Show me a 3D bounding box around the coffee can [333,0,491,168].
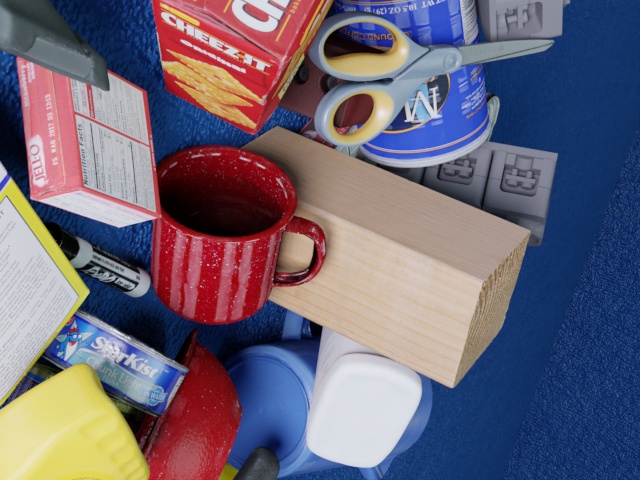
[{"bbox_3d":[0.067,-0.139,0.786,0.102,0.103,0.140,-47,135,-42],"label":"coffee can"}]

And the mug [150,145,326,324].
[{"bbox_3d":[-0.054,0.001,0.684,0.093,0.117,0.082,-84,-176,-49],"label":"mug"}]

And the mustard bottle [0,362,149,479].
[{"bbox_3d":[-0.183,0.141,0.534,0.191,0.058,0.096,-31,150,-16],"label":"mustard bottle"}]

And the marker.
[{"bbox_3d":[-0.134,0.013,0.629,0.020,0.020,0.121,-64,160,-6],"label":"marker"}]

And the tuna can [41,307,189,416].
[{"bbox_3d":[-0.122,0.069,0.625,0.033,0.086,0.086,-61,159,-9],"label":"tuna can"}]

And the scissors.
[{"bbox_3d":[0.072,-0.103,0.714,0.201,0.016,0.096,3,112,-36],"label":"scissors"}]

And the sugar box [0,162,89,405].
[{"bbox_3d":[-0.175,0.009,0.488,0.093,0.048,0.176,-55,154,-22],"label":"sugar box"}]

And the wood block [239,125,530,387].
[{"bbox_3d":[0.028,0.007,0.750,0.090,0.206,0.090,-39,147,-50],"label":"wood block"}]

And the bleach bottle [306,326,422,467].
[{"bbox_3d":[0.034,0.055,0.848,0.250,0.068,0.103,-85,-165,-55],"label":"bleach bottle"}]

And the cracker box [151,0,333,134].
[{"bbox_3d":[-0.018,-0.152,0.547,0.164,0.072,0.214,-64,-174,-5],"label":"cracker box"}]

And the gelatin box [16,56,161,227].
[{"bbox_3d":[-0.116,-0.050,0.542,0.089,0.030,0.073,22,57,-70],"label":"gelatin box"}]

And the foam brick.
[{"bbox_3d":[-0.003,-0.115,0.729,0.051,0.078,0.053,-22,130,-61],"label":"foam brick"}]

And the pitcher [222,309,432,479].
[{"bbox_3d":[-0.001,0.134,0.958,0.145,0.149,0.242,-55,158,11],"label":"pitcher"}]

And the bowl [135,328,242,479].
[{"bbox_3d":[-0.096,0.143,0.717,0.162,0.055,0.162,-63,-173,14],"label":"bowl"}]
